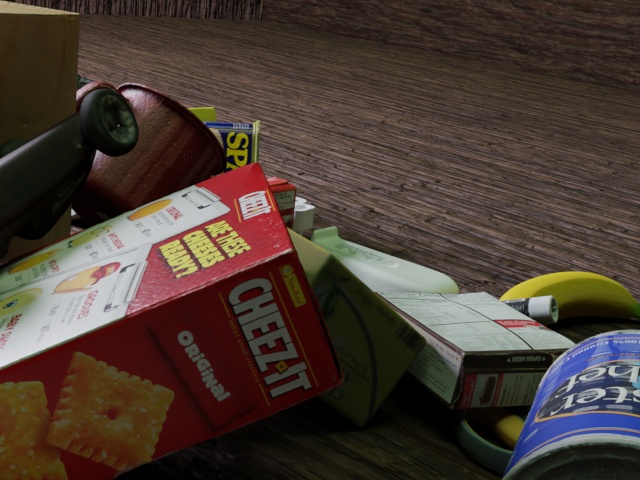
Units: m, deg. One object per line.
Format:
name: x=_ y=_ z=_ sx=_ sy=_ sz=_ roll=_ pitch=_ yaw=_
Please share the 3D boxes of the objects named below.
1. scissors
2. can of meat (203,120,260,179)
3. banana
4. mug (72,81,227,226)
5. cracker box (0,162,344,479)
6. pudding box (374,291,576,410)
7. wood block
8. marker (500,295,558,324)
scissors: x=0.106 y=0.094 z=0.665 sx=0.096 sy=0.016 sz=0.202 roll=5 pitch=15 yaw=-10
can of meat: x=-0.098 y=-0.059 z=0.968 sx=0.084 sy=0.102 sz=0.057 roll=3 pitch=-10 yaw=-4
banana: x=0.180 y=0.051 z=0.807 sx=0.197 sy=0.037 sz=0.070 roll=-7 pitch=21 yaw=-40
mug: x=-0.130 y=-0.054 z=0.721 sx=0.093 sy=0.117 sz=0.081 roll=11 pitch=59 yaw=44
cracker box: x=-0.108 y=0.049 z=0.488 sx=0.213 sy=0.072 sz=0.164 roll=-22 pitch=19 yaw=-1
pudding box: x=0.092 y=0.065 z=0.656 sx=0.089 sy=0.039 sz=0.114 roll=1 pitch=14 yaw=-26
wood block: x=-0.216 y=-0.043 z=0.668 sx=0.091 sy=0.206 sz=0.090 roll=16 pitch=18 yaw=31
marker: x=0.103 y=0.053 z=0.739 sx=0.121 sy=0.020 sz=0.020 roll=-7 pitch=8 yaw=28
